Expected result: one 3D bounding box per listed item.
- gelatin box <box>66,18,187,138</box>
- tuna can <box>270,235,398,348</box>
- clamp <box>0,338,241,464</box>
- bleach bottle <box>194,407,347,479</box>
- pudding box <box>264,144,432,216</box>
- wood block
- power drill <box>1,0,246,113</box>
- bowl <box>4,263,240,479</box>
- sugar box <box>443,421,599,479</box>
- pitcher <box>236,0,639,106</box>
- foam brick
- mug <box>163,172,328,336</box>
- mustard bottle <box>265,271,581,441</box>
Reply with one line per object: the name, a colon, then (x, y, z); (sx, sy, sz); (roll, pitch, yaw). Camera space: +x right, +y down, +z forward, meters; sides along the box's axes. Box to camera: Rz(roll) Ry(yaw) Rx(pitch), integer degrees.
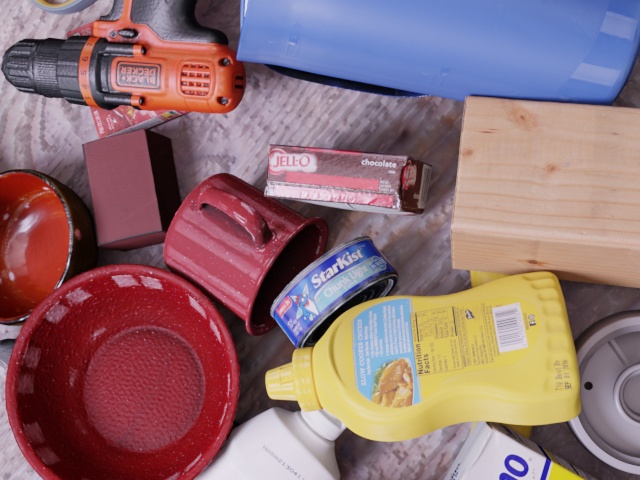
gelatin box: (-0.141, -0.127, 0.797); (0.073, 0.030, 0.089); (-20, 81, 11)
tuna can: (0.010, 0.037, 0.718); (0.086, 0.086, 0.034); (-40, 74, 7)
clamp: (-0.150, 0.160, 0.771); (0.210, 0.036, 0.164); (4, 82, 11)
bleach bottle: (-0.063, 0.210, 0.721); (0.102, 0.068, 0.251); (39, 96, -8)
pudding box: (0.021, -0.040, 0.708); (0.090, 0.113, 0.039); (7, 90, 14)
wood block: (0.189, -0.024, 0.664); (0.206, 0.091, 0.090); (6, 73, 10)
power drill: (-0.136, -0.184, 0.741); (0.184, 0.057, 0.188); (7, 101, 15)
bowl: (-0.129, 0.099, 0.730); (0.162, 0.055, 0.162); (-2, 78, 8)
sugar box: (0.158, 0.194, 0.671); (0.176, 0.048, 0.093); (28, 93, -3)
pitcher: (0.071, -0.148, 0.681); (0.242, 0.149, 0.145); (13, 106, -6)
foam brick: (-0.135, -0.036, 0.777); (0.051, 0.053, 0.078); (-12, 82, 12)
mug: (-0.055, 0.001, 0.725); (0.081, 0.117, 0.093); (31, 73, 19)
mustard bottle: (0.060, 0.077, 0.668); (0.192, 0.058, 0.096); (-9, 51, 9)
